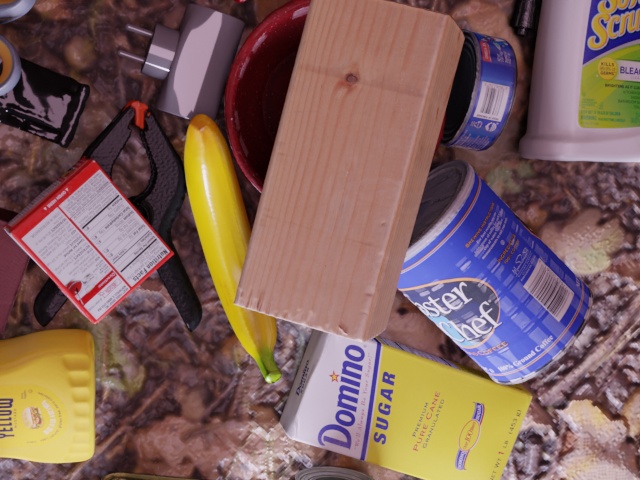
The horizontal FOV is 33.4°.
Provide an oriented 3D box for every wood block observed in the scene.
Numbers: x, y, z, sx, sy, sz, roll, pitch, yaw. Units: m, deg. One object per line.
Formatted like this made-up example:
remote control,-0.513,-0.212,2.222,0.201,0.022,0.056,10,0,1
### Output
wood block,0.021,-0.048,0.695,0.091,0.090,0.206,16,95,12

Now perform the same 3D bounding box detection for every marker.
marker,0.164,-0.216,0.811,0.020,0.020,0.121,8,97,-14

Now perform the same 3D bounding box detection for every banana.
banana,-0.062,0.002,0.765,0.037,0.070,0.198,-23,107,-21

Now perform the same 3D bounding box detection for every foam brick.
foam brick,-0.231,0.017,0.737,0.051,0.053,0.078,20,93,-15

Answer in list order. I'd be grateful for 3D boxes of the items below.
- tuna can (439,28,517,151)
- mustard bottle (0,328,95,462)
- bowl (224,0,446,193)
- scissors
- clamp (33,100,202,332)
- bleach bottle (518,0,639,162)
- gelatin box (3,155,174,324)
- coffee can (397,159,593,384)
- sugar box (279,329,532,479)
tuna can,0.110,-0.109,0.781,0.033,0.086,0.086,9,96,-16
mustard bottle,-0.254,0.111,0.742,0.191,0.058,0.096,0,116,-12
bowl,0.006,-0.097,0.774,0.162,0.055,0.162,-2,99,-13
scissors,-0.267,-0.125,0.676,0.202,0.016,0.096,-11,88,16
clamp,-0.129,-0.011,0.766,0.120,0.039,0.171,12,98,-26
bleach bottle,0.208,-0.186,0.803,0.102,0.068,0.251,-1,97,-23
gelatin box,-0.155,0.000,0.718,0.073,0.030,0.089,-44,115,-14
coffee can,0.118,0.024,0.794,0.140,0.103,0.103,43,87,-16
sugar box,0.066,0.131,0.828,0.176,0.048,0.093,19,94,-16
